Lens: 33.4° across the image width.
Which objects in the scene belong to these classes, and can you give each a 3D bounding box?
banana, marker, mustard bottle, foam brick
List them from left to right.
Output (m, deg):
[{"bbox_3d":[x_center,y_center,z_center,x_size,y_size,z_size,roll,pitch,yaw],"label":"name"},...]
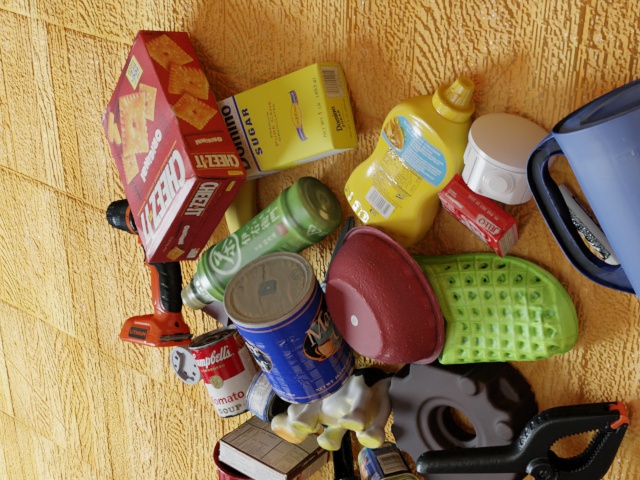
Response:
[{"bbox_3d":[-0.113,0.056,1.316,0.051,0.052,0.078,32,129,25],"label":"foam brick"},{"bbox_3d":[-0.073,-0.001,1.261,0.070,0.037,0.198,-3,110,43],"label":"banana"},{"bbox_3d":[0.099,-0.085,1.049,0.096,0.058,0.192,47,135,17],"label":"mustard bottle"},{"bbox_3d":[0.256,-0.001,0.982,0.121,0.020,0.020,51,135,9],"label":"marker"}]

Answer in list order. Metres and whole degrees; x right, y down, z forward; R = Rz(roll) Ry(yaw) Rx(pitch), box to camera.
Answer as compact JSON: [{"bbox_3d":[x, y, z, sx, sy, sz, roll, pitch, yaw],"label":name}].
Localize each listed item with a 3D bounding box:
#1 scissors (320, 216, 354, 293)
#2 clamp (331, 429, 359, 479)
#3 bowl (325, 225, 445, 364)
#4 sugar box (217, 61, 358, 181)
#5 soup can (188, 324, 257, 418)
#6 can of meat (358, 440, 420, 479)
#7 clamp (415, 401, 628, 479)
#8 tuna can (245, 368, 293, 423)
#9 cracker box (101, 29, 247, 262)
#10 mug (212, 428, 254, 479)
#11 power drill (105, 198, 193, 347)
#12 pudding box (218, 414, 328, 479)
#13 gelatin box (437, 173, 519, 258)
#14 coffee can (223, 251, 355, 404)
[{"bbox_3d":[0.022,0.070,1.227,0.096,0.016,0.202,35,121,0],"label":"scissors"},{"bbox_3d":[0.030,0.294,1.308,0.039,0.120,0.171,0,135,-1],"label":"clamp"},{"bbox_3d":[0.054,0.068,1.097,0.162,0.055,0.162,42,148,34],"label":"bowl"},{"bbox_3d":[-0.043,-0.124,1.151,0.177,0.048,0.093,-14,86,42],"label":"sugar box"},{"bbox_3d":[-0.119,0.168,1.370,0.069,0.068,0.102,-11,105,44],"label":"soup can"},{"bbox_3d":[0.082,0.296,1.242,0.084,0.057,0.102,-121,20,-68],"label":"can of meat"},{"bbox_3d":[0.211,0.221,1.067,0.164,0.036,0.210,39,113,-11],"label":"clamp"},{"bbox_3d":[-0.052,0.180,1.304,0.034,0.086,0.086,30,129,24],"label":"tuna can"},{"bbox_3d":[-0.175,-0.106,1.216,0.164,0.071,0.214,-54,50,45],"label":"cracker box"},{"bbox_3d":[-0.098,0.302,1.418,0.117,0.093,0.081,-124,28,-50],"label":"mug"},{"bbox_3d":[-0.219,0.037,1.360,0.185,0.057,0.188,5,96,49],"label":"power drill"},{"bbox_3d":[-0.059,0.267,1.353,0.114,0.089,0.039,20,123,33],"label":"pudding box"},{"bbox_3d":[0.152,-0.022,1.018,0.073,0.089,0.030,42,91,16],"label":"gelatin box"},{"bbox_3d":[-0.032,0.096,1.163,0.103,0.102,0.140,13,143,37],"label":"coffee can"}]
